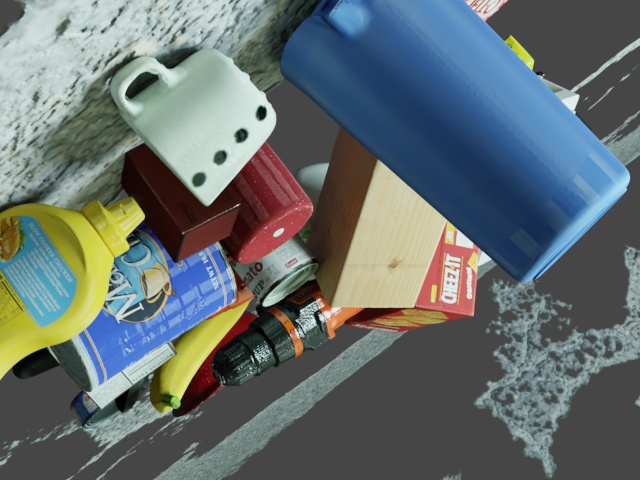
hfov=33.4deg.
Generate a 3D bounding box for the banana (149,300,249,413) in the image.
[{"bbox_3d":[-0.133,0.122,1.128,0.070,0.037,0.197,-14,-153,29],"label":"banana"}]

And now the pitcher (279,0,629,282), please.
[{"bbox_3d":[0.100,-0.089,0.771,0.149,0.243,0.145,-37,167,-33],"label":"pitcher"}]

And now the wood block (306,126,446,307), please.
[{"bbox_3d":[0.060,-0.045,0.954,0.090,0.090,0.206,1,128,-21],"label":"wood block"}]

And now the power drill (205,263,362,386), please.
[{"bbox_3d":[-0.062,0.068,1.067,0.184,0.057,0.188,-30,-152,-25],"label":"power drill"}]

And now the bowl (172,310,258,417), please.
[{"bbox_3d":[-0.135,0.130,1.257,0.162,0.055,0.162,-43,-169,10],"label":"bowl"}]

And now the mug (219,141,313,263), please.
[{"bbox_3d":[-0.068,-0.027,0.897,0.117,0.081,0.093,-43,166,24],"label":"mug"}]

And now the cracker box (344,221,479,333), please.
[{"bbox_3d":[0.094,0.006,1.127,0.072,0.164,0.214,10,168,-17],"label":"cracker box"}]

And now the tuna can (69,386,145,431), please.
[{"bbox_3d":[-0.252,0.187,1.261,0.086,0.034,0.086,-35,167,-10],"label":"tuna can"}]

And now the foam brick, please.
[{"bbox_3d":[-0.104,-0.034,0.789,0.052,0.078,0.051,-29,165,-25],"label":"foam brick"}]

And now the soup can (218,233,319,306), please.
[{"bbox_3d":[-0.056,0.001,0.982,0.068,0.102,0.068,-35,167,-9],"label":"soup can"}]

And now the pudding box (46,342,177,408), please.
[{"bbox_3d":[-0.193,0.089,0.963,0.090,0.039,0.113,-36,138,-9],"label":"pudding box"}]

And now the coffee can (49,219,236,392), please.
[{"bbox_3d":[-0.154,0.043,0.866,0.140,0.103,0.103,-32,166,-24],"label":"coffee can"}]

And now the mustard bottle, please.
[{"bbox_3d":[-0.201,0.031,0.713,0.191,0.096,0.058,-35,167,-10],"label":"mustard bottle"}]
